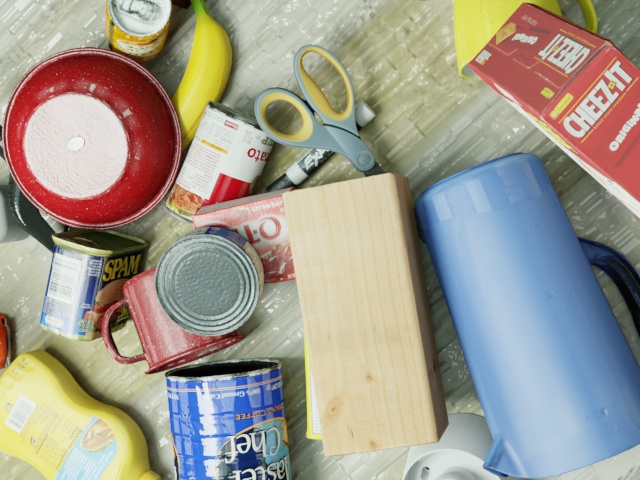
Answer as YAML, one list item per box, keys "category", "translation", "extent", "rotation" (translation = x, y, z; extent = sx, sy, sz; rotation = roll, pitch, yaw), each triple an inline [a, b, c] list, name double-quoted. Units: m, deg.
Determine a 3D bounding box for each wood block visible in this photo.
- category: "wood block"
  translation: [0.039, 0.056, 0.848]
  extent: [0.090, 0.090, 0.206]
  rotation: [-10, 88, 12]

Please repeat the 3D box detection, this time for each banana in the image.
- category: "banana"
  translation: [-0.131, -0.118, 0.961]
  extent: [0.070, 0.037, 0.198]
  rotation: [37, 100, 32]

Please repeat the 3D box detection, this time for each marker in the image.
- category: "marker"
  translation: [-0.002, -0.075, 0.934]
  extent: [0.121, 0.020, 0.020]
  rotation: [-42, 82, 13]

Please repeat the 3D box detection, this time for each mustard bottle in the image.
- category: "mustard bottle"
  translation: [-0.218, 0.191, 0.984]
  extent: [0.192, 0.058, 0.096]
  rotation: [34, 99, 11]

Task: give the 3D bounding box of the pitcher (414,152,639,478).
- category: "pitcher"
  translation: [0.175, 0.055, 0.847]
  extent: [0.145, 0.149, 0.243]
  rotation: [-24, 83, 29]

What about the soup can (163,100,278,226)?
- category: "soup can"
  translation: [-0.087, -0.062, 0.933]
  extent: [0.068, 0.068, 0.102]
  rotation: [26, 98, 12]

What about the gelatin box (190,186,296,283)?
- category: "gelatin box"
  translation: [-0.056, 0.001, 0.889]
  extent: [0.089, 0.030, 0.073]
  rotation: [-12, 104, 8]

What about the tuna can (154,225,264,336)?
- category: "tuna can"
  translation: [-0.089, 0.032, 0.867]
  extent: [0.086, 0.033, 0.086]
  rotation: [2, 105, 7]

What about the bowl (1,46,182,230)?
- category: "bowl"
  translation: [-0.203, -0.083, 0.915]
  extent: [0.162, 0.055, 0.162]
  rotation: [1, 102, 3]

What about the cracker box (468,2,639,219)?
- category: "cracker box"
  translation: [0.223, -0.069, 0.759]
  extent: [0.213, 0.164, 0.072]
  rotation: [37, 101, -20]

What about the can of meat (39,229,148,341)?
- category: "can of meat"
  translation: [-0.203, 0.038, 0.952]
  extent: [0.057, 0.102, 0.084]
  rotation: [16, 99, 14]

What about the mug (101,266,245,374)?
- category: "mug"
  translation: [-0.134, 0.068, 0.936]
  extent: [0.117, 0.093, 0.081]
  rotation: [-19, 82, -14]

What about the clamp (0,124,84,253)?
- category: "clamp"
  translation: [-0.261, -0.067, 0.974]
  extent: [0.120, 0.039, 0.171]
  rotation: [-4, 91, -14]

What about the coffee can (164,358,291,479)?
- category: "coffee can"
  translation: [-0.078, 0.179, 0.924]
  extent: [0.103, 0.102, 0.140]
  rotation: [-5, 91, 15]

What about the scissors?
- category: "scissors"
  translation: [0.016, -0.066, 0.903]
  extent: [0.096, 0.016, 0.202]
  rotation: [-26, 96, -8]
